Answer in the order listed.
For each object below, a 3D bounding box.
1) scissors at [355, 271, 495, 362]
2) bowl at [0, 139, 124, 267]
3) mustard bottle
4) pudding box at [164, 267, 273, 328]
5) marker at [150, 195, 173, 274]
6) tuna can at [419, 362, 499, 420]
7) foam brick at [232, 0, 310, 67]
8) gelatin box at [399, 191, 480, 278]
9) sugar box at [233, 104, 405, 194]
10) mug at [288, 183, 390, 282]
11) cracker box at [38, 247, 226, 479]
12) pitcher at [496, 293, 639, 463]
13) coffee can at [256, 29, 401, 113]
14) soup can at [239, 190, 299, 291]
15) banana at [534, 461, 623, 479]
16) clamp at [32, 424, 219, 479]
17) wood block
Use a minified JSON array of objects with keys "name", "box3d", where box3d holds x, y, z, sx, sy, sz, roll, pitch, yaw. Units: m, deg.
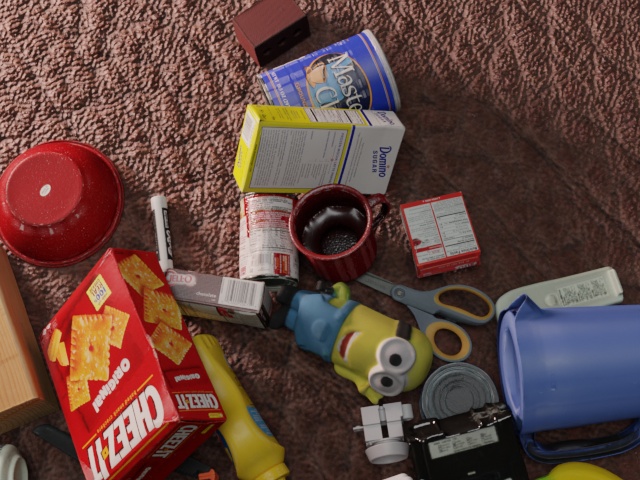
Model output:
[{"name":"scissors","box3d":[0.094,0.080,1.200,0.202,0.016,0.096,8,84,16]},{"name":"bowl","box3d":[-0.316,-0.052,1.253,0.162,0.055,0.162,-1,74,4]},{"name":"mustard bottle","box3d":[-0.089,0.194,1.139,0.058,0.096,0.192,-32,74,-8]},{"name":"pudding box","box3d":[-0.113,0.064,1.183,0.113,0.090,0.039,10,76,7]},{"name":"marker","box3d":[-0.183,0.007,1.243,0.020,0.020,0.121,-9,73,2]},{"name":"tuna can","box3d":[0.150,0.176,1.158,0.086,0.034,0.086,-1,73,4]},{"name":"foam brick","box3d":[-0.060,-0.258,1.294,0.078,0.053,0.051,-34,74,-5]},{"name":"gelatin box","box3d":[0.135,-0.006,1.206,0.073,0.030,0.089,-13,56,1]},{"name":"sugar box","box3d":[-0.002,-0.100,1.190,0.176,0.093,0.048,-1,37,-24]},{"name":"mug","box3d":[0.028,-0.011,1.192,0.117,0.081,0.093,-36,63,-6]},{"name":"cracker box","box3d":[-0.205,0.141,1.115,0.164,0.071,0.214,-46,56,30]},{"name":"pitcher","box3d":[0.311,0.138,1.118,0.243,0.149,0.145,-5,58,0]},{"name":"coffee can","box3d":[0.010,-0.170,1.237,0.140,0.103,0.103,-23,73,-2]},{"name":"soup can","box3d":[-0.058,0.001,1.209,0.068,0.068,0.102,-2,74,4]},{"name":"banana","box3d":[0.313,0.289,1.108,0.198,0.037,0.069,35,74,9]},{"name":"clamp","box3d":[-0.218,0.261,1.161,0.210,0.036,0.164,-14,69,-1]},{"name":"wood block","box3d":[-0.377,0.105,1.193,0.091,0.090,0.206,-22,73,-4]}]
